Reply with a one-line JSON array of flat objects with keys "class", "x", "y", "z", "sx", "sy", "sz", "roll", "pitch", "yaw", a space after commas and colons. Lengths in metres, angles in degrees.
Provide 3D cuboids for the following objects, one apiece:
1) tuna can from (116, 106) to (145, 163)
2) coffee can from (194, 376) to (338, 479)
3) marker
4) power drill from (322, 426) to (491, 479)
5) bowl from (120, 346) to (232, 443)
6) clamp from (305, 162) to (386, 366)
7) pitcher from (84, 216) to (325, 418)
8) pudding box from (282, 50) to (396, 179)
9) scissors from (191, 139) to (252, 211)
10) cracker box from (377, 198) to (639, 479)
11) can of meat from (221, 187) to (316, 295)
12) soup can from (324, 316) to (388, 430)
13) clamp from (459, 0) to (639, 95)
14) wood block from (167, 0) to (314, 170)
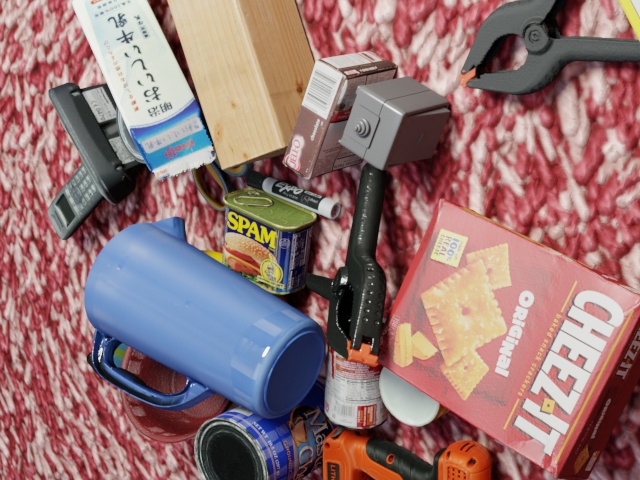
[{"class": "tuna can", "x": -0.192, "y": -0.130, "z": 1.196, "sx": 0.086, "sy": 0.033, "sz": 0.086, "roll": 22, "pitch": 122, "yaw": 41}, {"class": "coffee can", "x": -0.049, "y": 0.212, "z": 1.134, "sx": 0.103, "sy": 0.140, "sz": 0.103, "roll": 13, "pitch": 111, "yaw": 36}, {"class": "marker", "x": -0.032, "y": -0.050, "z": 1.119, "sx": 0.121, "sy": 0.020, "sz": 0.020, "roll": 22, "pitch": 117, "yaw": 32}, {"class": "power drill", "x": 0.092, "y": 0.271, "z": 1.096, "sx": 0.188, "sy": 0.057, "sz": 0.184, "roll": 12, "pitch": 113, "yaw": 34}, {"class": "bowl", "x": -0.145, "y": 0.150, "z": 1.195, "sx": 0.162, "sy": 0.055, "sz": 0.162, "roll": -11, "pitch": 68, "yaw": 27}, {"class": "clamp", "x": 0.027, "y": 0.047, "z": 1.020, "sx": 0.210, "sy": 0.036, "sz": 0.165, "roll": -92, "pitch": 23, "yaw": -46}, {"class": "pitcher", "x": -0.122, "y": 0.093, "z": 1.096, "sx": 0.243, "sy": 0.144, "sz": 0.149, "roll": 26, "pitch": 127, "yaw": 31}, {"class": "pudding box", "x": 0.018, "y": -0.119, "z": 1.011, "sx": 0.039, "sy": 0.089, "sz": 0.114, "roll": 36, "pitch": 123, "yaw": 23}, {"class": "scissors", "x": -0.139, "y": -0.128, "z": 1.186, "sx": 0.096, "sy": 0.016, "sz": 0.202, "roll": -34, "pitch": 81, "yaw": 39}, {"class": "cracker box", "x": 0.164, "y": 0.080, "z": 0.919, "sx": 0.214, "sy": 0.072, "sz": 0.164, "roll": 30, "pitch": 100, "yaw": 38}, {"class": "can of meat", "x": -0.058, "y": 0.001, "z": 1.133, "sx": 0.102, "sy": 0.057, "sz": 0.084, "roll": 24, "pitch": 121, "yaw": 32}, {"class": "soup can", "x": 0.039, "y": 0.133, "z": 1.086, "sx": 0.069, "sy": 0.068, "sz": 0.102, "roll": 16, "pitch": 114, "yaw": 35}, {"class": "clamp", "x": 0.186, "y": -0.183, "z": 0.889, "sx": 0.172, "sy": 0.039, "sz": 0.120, "roll": -17, "pitch": 86, "yaw": 34}, {"class": "wood block", "x": -0.071, "y": -0.186, "z": 1.063, "sx": 0.090, "sy": 0.090, "sz": 0.206, "roll": -16, "pitch": 93, "yaw": 41}]
